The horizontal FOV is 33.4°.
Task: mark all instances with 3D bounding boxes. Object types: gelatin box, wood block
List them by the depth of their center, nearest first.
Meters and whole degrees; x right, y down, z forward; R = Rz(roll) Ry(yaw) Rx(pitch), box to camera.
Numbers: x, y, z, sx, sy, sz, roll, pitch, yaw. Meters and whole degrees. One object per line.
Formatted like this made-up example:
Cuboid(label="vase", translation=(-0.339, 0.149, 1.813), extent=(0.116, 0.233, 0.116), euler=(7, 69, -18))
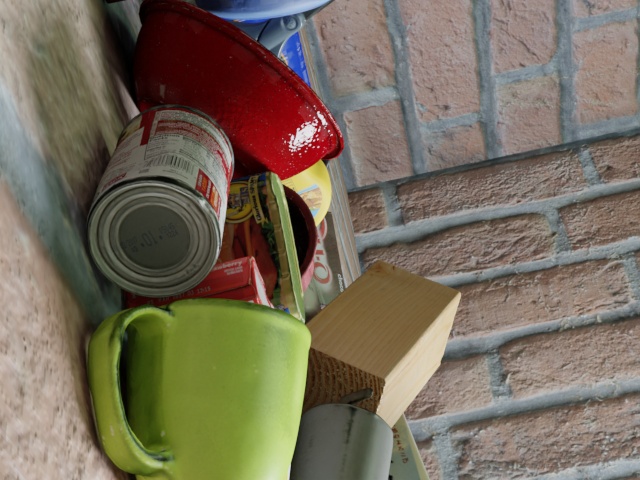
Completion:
Cuboid(label="gelatin box", translation=(-0.062, 0.048, 0.597), extent=(0.089, 0.073, 0.030), euler=(70, 8, -55))
Cuboid(label="wood block", translation=(0.044, 0.103, 0.953), extent=(0.205, 0.091, 0.090), euler=(-37, 143, -60))

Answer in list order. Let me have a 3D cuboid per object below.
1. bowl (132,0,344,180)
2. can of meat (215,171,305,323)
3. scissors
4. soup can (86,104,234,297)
Cuboid(label="bowl", translation=(-0.066, -0.084, 0.694), extent=(0.055, 0.162, 0.162), euler=(-55, 161, -13))
Cuboid(label="can of meat", translation=(-0.059, 0.013, 0.664), extent=(0.057, 0.084, 0.102), euler=(60, 19, -76))
Cuboid(label="scissors", translation=(-0.021, -0.151, 0.827), extent=(0.016, 0.202, 0.096), euler=(-66, 137, -58))
Cuboid(label="soup can", translation=(-0.082, -0.023, 0.563), extent=(0.102, 0.068, 0.068), euler=(-92, 169, -63))
